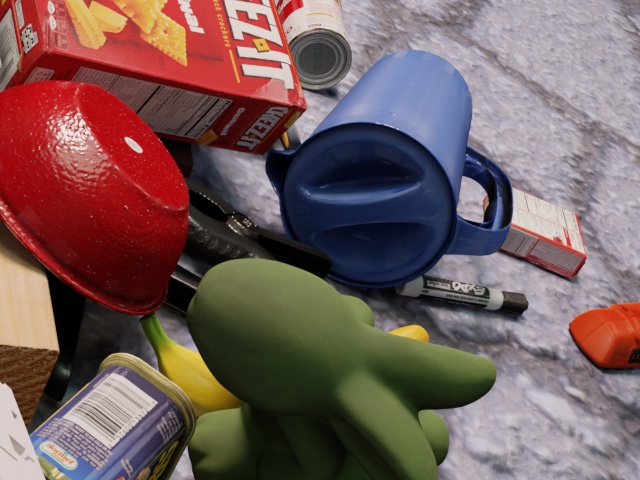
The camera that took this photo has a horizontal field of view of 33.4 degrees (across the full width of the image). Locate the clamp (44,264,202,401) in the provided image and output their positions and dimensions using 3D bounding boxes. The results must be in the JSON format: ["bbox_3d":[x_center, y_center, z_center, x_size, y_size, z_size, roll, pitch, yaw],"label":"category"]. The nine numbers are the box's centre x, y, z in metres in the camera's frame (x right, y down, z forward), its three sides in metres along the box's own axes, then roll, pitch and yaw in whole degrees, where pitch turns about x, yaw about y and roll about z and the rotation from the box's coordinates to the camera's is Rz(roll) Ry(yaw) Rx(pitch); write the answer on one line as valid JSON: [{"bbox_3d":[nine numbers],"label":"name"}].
[{"bbox_3d":[-0.152,0.010,0.679,0.210,0.036,0.164,46,35,19],"label":"clamp"}]

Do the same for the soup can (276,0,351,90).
[{"bbox_3d":[-0.007,-0.201,1.048,0.068,0.069,0.102,16,36,-19],"label":"soup can"}]

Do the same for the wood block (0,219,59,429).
[{"bbox_3d":[-0.210,0.012,0.584,0.090,0.091,0.206,8,39,-29],"label":"wood block"}]

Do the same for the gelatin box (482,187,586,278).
[{"bbox_3d":[0.195,-0.010,0.972,0.089,0.030,0.073,22,32,-11],"label":"gelatin box"}]

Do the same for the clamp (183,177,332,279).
[{"bbox_3d":[-0.055,0.001,0.735,0.171,0.039,0.120,38,11,-7],"label":"clamp"}]

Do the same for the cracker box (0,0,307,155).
[{"bbox_3d":[-0.125,-0.159,0.755,0.213,0.072,0.164,7,57,-40],"label":"cracker box"}]

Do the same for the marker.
[{"bbox_3d":[0.115,0.043,0.850,0.121,0.020,0.020,11,37,-25],"label":"marker"}]

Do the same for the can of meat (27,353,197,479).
[{"bbox_3d":[-0.114,0.116,0.505,0.057,0.102,0.083,35,35,8],"label":"can of meat"}]

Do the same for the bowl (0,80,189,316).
[{"bbox_3d":[-0.126,-0.037,0.611,0.162,0.055,0.162,48,14,-17],"label":"bowl"}]

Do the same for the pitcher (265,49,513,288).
[{"bbox_3d":[0.069,-0.069,0.872,0.149,0.145,0.242,59,25,-16],"label":"pitcher"}]

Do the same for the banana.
[{"bbox_3d":[-0.016,0.084,0.657,0.197,0.069,0.037,5,3,-29],"label":"banana"}]
